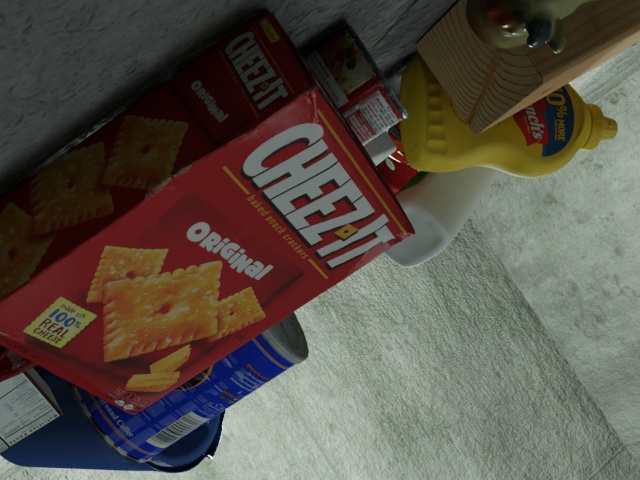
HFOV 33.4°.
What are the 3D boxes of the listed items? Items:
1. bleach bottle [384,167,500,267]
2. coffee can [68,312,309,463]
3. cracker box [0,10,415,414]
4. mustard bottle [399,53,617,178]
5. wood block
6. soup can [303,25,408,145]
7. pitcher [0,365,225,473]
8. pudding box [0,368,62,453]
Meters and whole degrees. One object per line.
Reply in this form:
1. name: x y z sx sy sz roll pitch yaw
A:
1. bleach bottle: 0.152 -0.084 1.072 0.250 0.068 0.103 -48 -172 -32
2. coffee can: -0.094 0.078 0.758 0.140 0.103 0.102 -34 175 9
3. cracker box: -0.071 -0.002 0.598 0.214 0.072 0.164 -33 146 6
4. mustard bottle: 0.165 -0.102 0.905 0.191 0.096 0.058 3 160 -18
5. wood block: 0.191 -0.176 0.858 0.205 0.090 0.091 -30 175 -34
6. soup can: -0.005 -0.078 0.672 0.102 0.068 0.068 -33 175 7
7. pitcher: -0.223 0.154 1.030 0.243 0.149 0.144 -13 176 39
8. pudding box: -0.271 0.127 0.852 0.090 0.039 0.113 -33 144 -11
